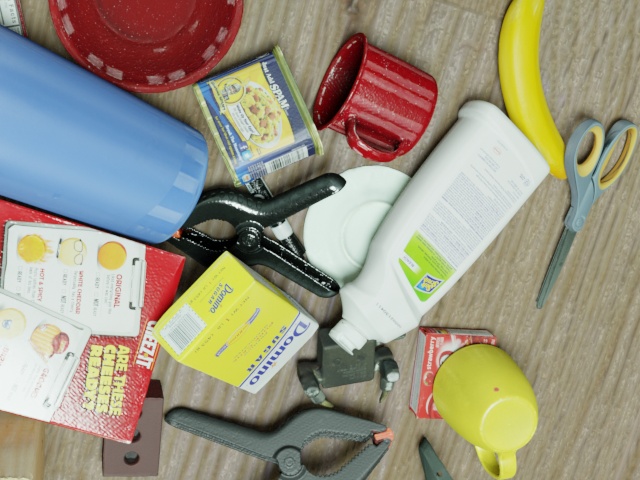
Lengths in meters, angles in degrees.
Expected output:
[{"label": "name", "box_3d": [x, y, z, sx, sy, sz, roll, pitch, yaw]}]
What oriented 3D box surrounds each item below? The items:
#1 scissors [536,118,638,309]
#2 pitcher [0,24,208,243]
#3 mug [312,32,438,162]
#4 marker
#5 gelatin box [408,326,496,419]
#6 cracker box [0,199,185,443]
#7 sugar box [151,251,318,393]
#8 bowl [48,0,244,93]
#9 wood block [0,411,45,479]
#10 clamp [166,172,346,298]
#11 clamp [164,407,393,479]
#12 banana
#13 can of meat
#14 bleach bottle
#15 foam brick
[{"label": "scissors", "box_3d": [0.239, -0.033, 1.028, 0.096, 0.016, 0.202, 26, 97, -42]}, {"label": "pitcher", "box_3d": [-0.224, -0.082, 0.873, 0.242, 0.149, 0.145, 24, 96, -31]}, {"label": "mug", "box_3d": [0.050, -0.116, 0.942, 0.081, 0.117, 0.093, 23, 136, -20]}, {"label": "marker", "box_3d": [-0.048, -0.031, 0.985, 0.020, 0.020, 0.121, -31, 106, -3]}, {"label": "gelatin box", "box_3d": [0.130, 0.132, 1.049, 0.073, 0.030, 0.089, 4, 101, -12]}, {"label": "cracker box", "box_3d": [-0.240, 0.061, 0.884, 0.213, 0.072, 0.164, 18, 82, -18]}, {"label": "sugar box", "box_3d": [-0.068, 0.077, 0.932, 0.093, 0.176, 0.048, -46, 64, 1]}, {"label": "bowl", "box_3d": [-0.147, -0.209, 0.904, 0.162, 0.055, 0.162, -3, 109, -10]}, {"label": "wood block", "box_3d": [-0.280, 0.197, 0.891, 0.090, 0.206, 0.091, 1, 102, -12]}, {"label": "clamp", "box_3d": [-0.056, 0.001, 0.968, 0.171, 0.039, 0.120, -3, 108, 8]}, {"label": "clamp", "box_3d": [-0.031, 0.221, 0.990, 0.210, 0.036, 0.164, -9, 69, -5]}, {"label": "banana", "box_3d": [0.201, -0.151, 0.999, 0.069, 0.037, 0.198, -8, 103, -10]}, {"label": "can of meat", "box_3d": [-0.055, -0.107, 0.936, 0.084, 0.057, 0.102, -23, 80, -3]}, {"label": "bleach bottle", "box_3d": [0.095, -0.004, 0.976, 0.102, 0.068, 0.250, 44, 83, -17]}, {"label": "foam brick", "box_3d": [-0.174, 0.172, 0.987, 0.053, 0.051, 0.078, 2, 101, -12]}]
